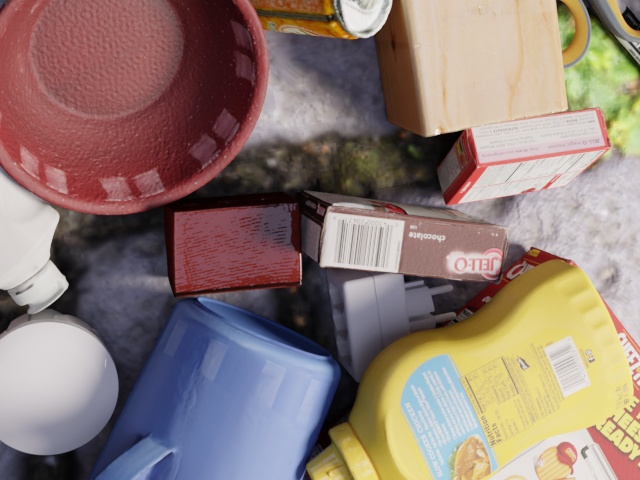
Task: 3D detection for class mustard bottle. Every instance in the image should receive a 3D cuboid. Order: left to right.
[{"bbox_3d":[0.080,0.094,0.618,0.191,0.058,0.096,-27,106,-7],"label":"mustard bottle"}]

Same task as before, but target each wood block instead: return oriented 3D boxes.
[{"bbox_3d":[0.075,-0.174,0.620,0.090,0.091,0.206,-11,104,-8],"label":"wood block"}]

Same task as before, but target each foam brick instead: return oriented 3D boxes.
[{"bbox_3d":[-0.054,0.001,0.645,0.078,0.053,0.051,-5,102,-13],"label":"foam brick"}]

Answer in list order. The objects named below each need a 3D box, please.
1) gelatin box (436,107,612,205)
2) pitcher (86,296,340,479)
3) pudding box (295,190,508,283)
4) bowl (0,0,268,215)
[{"bbox_3d":[0.125,-0.052,0.664,0.089,0.073,0.030,-10,76,-11],"label":"gelatin box"},{"bbox_3d":[-0.086,0.160,0.624,0.145,0.149,0.243,23,91,-16],"label":"pitcher"},{"bbox_3d":[0.045,-0.003,0.648,0.113,0.090,0.039,8,96,-13],"label":"pudding box"},{"bbox_3d":[-0.113,-0.096,0.594,0.162,0.055,0.162,-13,128,-17],"label":"bowl"}]
